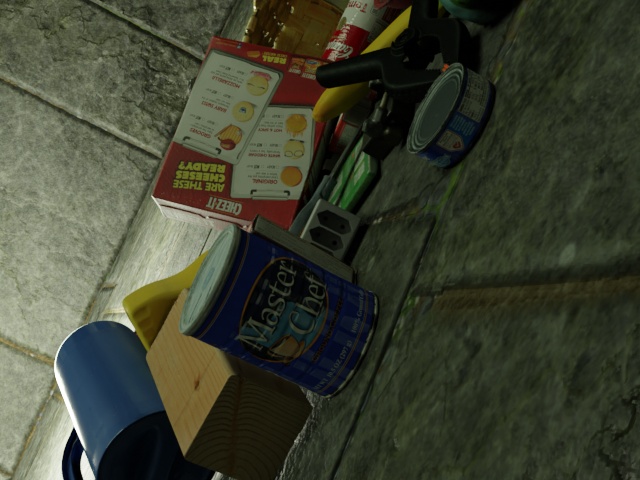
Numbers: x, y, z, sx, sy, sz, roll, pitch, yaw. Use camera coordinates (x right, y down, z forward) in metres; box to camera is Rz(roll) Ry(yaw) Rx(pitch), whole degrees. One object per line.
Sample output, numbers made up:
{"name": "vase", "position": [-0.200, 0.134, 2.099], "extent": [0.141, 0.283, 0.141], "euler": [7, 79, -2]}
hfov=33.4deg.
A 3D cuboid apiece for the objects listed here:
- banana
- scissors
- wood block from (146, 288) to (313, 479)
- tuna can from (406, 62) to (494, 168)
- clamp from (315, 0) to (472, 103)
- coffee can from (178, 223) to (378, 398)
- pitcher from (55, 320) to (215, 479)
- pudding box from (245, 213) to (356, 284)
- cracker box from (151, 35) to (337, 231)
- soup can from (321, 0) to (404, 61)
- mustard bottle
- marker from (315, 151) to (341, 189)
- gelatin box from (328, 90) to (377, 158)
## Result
{"name": "banana", "position": [0.066, -0.199, 1.135], "extent": [0.198, 0.037, 0.069], "euler": [-44, -8, 12]}
{"name": "scissors", "position": [0.001, -0.042, 1.130], "extent": [0.201, 0.016, 0.096], "euler": [-58, -9, -30]}
{"name": "wood block", "position": [-0.094, 0.135, 1.021], "extent": [0.091, 0.090, 0.206], "euler": [-60, 25, 9]}
{"name": "tuna can", "position": [0.110, -0.105, 0.906], "extent": [0.086, 0.033, 0.086], "euler": [-56, 17, 26]}
{"name": "clamp", "position": [0.093, -0.190, 1.024], "extent": [0.164, 0.036, 0.210], "euler": [-49, 33, -2]}
{"name": "coffee can", "position": [-0.036, 0.061, 0.915], "extent": [0.103, 0.140, 0.103], "euler": [-56, 16, 26]}
{"name": "pitcher", "position": [-0.222, 0.195, 1.187], "extent": [0.243, 0.149, 0.145], "euler": [40, 135, 54]}
{"name": "pudding box", "position": [-0.036, 0.040, 1.003], "extent": [0.090, 0.113, 0.039], "euler": [-55, 14, 30]}
{"name": "cracker box", "position": [-0.076, -0.113, 1.213], "extent": [0.072, 0.164, 0.213], "euler": [76, -150, -68]}
{"name": "soup can", "position": [0.050, -0.242, 1.276], "extent": [0.102, 0.068, 0.069], "euler": [-64, 15, -4]}
{"name": "mustard bottle", "position": [-0.109, 0.056, 1.145], "extent": [0.191, 0.096, 0.058], "euler": [-31, 34, -12]}
{"name": "marker", "position": [0.021, -0.107, 1.241], "extent": [0.121, 0.020, 0.020], "euler": [-68, 15, -17]}
{"name": "gelatin box", "position": [0.041, -0.149, 1.201], "extent": [0.073, 0.030, 0.089], "euler": [118, 172, -64]}
